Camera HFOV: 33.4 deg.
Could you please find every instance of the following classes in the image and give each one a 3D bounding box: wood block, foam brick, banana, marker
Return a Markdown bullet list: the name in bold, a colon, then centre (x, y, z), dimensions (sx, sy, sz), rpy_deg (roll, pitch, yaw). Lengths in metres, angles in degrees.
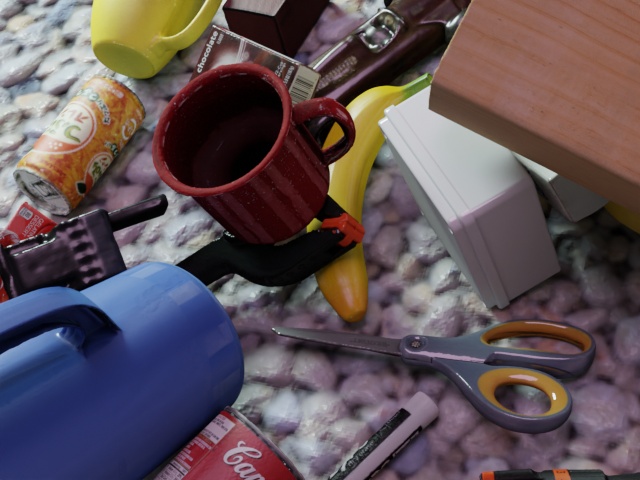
- **wood block**: centre (0.169, -0.070, 0.568), dimensions (0.206, 0.091, 0.090), rpy_deg (27, 89, 6)
- **foam brick**: centre (-0.036, -0.196, 0.879), dimensions (0.051, 0.053, 0.078), rpy_deg (16, 59, 26)
- **banana**: centre (0.023, -0.035, 0.740), dimensions (0.070, 0.037, 0.197), rpy_deg (-5, 58, 43)
- **marker**: centre (0.022, 0.136, 0.633), dimensions (0.121, 0.020, 0.020), rpy_deg (-41, 54, -15)

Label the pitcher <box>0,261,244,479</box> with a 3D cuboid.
- **pitcher**: centre (-0.156, 0.097, 0.589), dimensions (0.149, 0.145, 0.242), rpy_deg (-15, 12, 46)

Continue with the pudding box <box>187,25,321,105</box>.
- **pudding box**: centre (-0.061, -0.090, 0.786), dimensions (0.090, 0.039, 0.113), rpy_deg (29, 97, 31)

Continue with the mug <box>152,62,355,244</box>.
- **mug**: centre (-0.034, -0.054, 0.661), dimensions (0.117, 0.081, 0.093), rpy_deg (-23, 56, 13)

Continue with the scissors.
- **scissors**: centre (0.066, 0.080, 0.646), dimensions (0.202, 0.016, 0.096), rpy_deg (-3, 36, 7)

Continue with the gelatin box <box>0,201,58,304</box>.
- **gelatin box**: centre (-0.204, 0.029, 0.750), dimensions (0.073, 0.030, 0.089), rpy_deg (36, 65, -9)

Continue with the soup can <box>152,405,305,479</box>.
- **soup can**: centre (-0.066, 0.155, 0.613), dimensions (0.102, 0.068, 0.069), rpy_deg (-44, 55, -17)

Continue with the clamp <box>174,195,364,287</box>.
- **clamp**: centre (-0.055, 0.001, 0.721), dimensions (0.172, 0.039, 0.120), rpy_deg (10, 84, 35)
